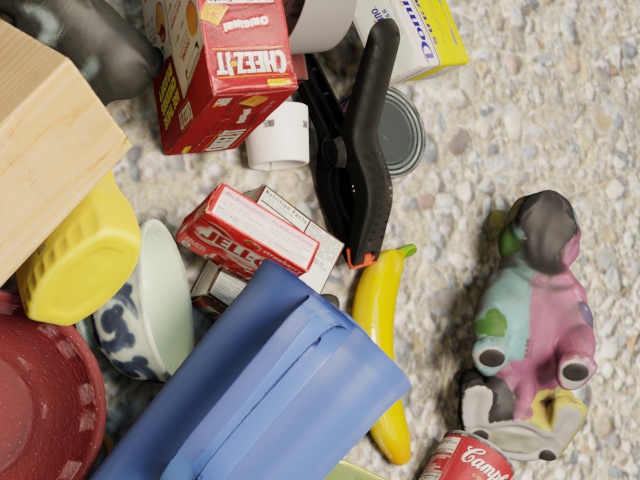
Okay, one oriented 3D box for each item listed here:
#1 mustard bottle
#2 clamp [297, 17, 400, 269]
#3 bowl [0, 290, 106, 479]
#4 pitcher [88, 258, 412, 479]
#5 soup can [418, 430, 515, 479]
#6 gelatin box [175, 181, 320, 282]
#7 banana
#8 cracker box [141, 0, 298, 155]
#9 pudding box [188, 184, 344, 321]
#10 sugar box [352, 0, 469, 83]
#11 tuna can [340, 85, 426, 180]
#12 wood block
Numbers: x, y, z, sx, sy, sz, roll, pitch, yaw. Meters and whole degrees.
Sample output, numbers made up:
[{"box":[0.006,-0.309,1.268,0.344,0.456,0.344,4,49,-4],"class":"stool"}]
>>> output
[{"box":[-0.184,-0.041,0.739,0.058,0.096,0.192,16,37,-43],"class":"mustard bottle"},{"box":[0.027,-0.081,0.873,0.036,0.165,0.210,-13,96,-27],"class":"clamp"},{"box":[-0.228,0.116,0.712,0.161,0.055,0.162,8,75,-31],"class":"bowl"},{"box":[-0.064,0.137,0.704,0.242,0.145,0.149,-49,125,-9],"class":"pitcher"},{"box":[0.111,0.220,0.897,0.068,0.069,0.102,44,60,-16],"class":"soup can"},{"box":[-0.055,0.001,0.793,0.089,0.073,0.030,31,63,-14],"class":"gelatin box"},{"box":[0.055,0.089,0.910,0.069,0.037,0.198,14,72,-29],"class":"banana"},{"box":[-0.086,-0.189,0.803,0.072,0.164,0.214,-7,82,-21],"class":"cracker box"},{"box":[-0.042,0.025,0.862,0.090,0.039,0.113,37,61,-19],"class":"pudding box"},{"box":[0.078,-0.188,0.933,0.093,0.048,0.176,67,21,-2],"class":"sugar box"},{"box":[0.050,-0.094,0.951,0.086,0.034,0.086,8,75,-31],"class":"tuna can"},{"box":[-0.227,-0.025,0.645,0.206,0.091,0.090,-49,145,-14],"class":"wood block"}]
